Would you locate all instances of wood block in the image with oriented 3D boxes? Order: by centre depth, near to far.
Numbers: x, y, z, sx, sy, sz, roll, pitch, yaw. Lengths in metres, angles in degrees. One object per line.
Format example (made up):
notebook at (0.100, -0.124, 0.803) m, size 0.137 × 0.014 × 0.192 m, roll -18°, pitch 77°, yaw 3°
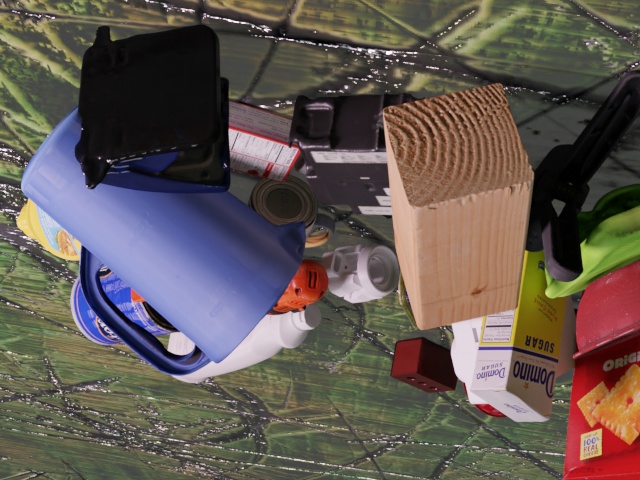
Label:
wood block at (0.106, -0.019, 0.834) m, size 0.091 × 0.090 × 0.206 m, roll -13°, pitch 150°, yaw 0°

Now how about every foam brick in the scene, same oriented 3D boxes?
foam brick at (0.140, 0.167, 1.419) m, size 0.078 × 0.051 × 0.053 m, roll 26°, pitch 153°, yaw -33°

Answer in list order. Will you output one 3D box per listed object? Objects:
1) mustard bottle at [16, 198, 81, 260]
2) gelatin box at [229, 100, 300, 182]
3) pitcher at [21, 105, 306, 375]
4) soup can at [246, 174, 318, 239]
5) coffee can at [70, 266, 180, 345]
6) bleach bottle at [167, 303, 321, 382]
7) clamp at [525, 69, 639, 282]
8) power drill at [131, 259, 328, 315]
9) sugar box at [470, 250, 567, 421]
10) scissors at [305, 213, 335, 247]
mustard bottle at (-0.244, -0.029, 1.085) m, size 0.192 × 0.096 × 0.058 m, roll -8°, pitch -166°, yaw 37°
gelatin box at (-0.062, -0.089, 0.943) m, size 0.089 × 0.030 × 0.073 m, roll 15°, pitch 155°, yaw -9°
pitcher at (-0.147, -0.004, 0.951) m, size 0.243 × 0.149 × 0.145 m, roll 39°, pitch 145°, yaw -5°
soup can at (-0.045, -0.010, 1.047) m, size 0.068 × 0.068 × 0.102 m, roll 14°, pitch 145°, yaw -8°
coffee can at (-0.217, 0.067, 1.277) m, size 0.141 × 0.103 × 0.102 m, roll -13°, pitch 147°, yaw 43°
bleach bottle at (-0.094, 0.118, 1.340) m, size 0.068 × 0.102 × 0.251 m, roll 22°, pitch 156°, yaw -37°
clamp at (0.196, -0.047, 0.845) m, size 0.036 × 0.164 × 0.210 m, roll 25°, pitch 179°, yaw -3°
power drill at (-0.105, 0.046, 1.156) m, size 0.187 × 0.057 × 0.185 m, roll 6°, pitch 166°, yaw -23°
sugar box at (0.197, 0.077, 1.029) m, size 0.048 × 0.176 × 0.093 m, roll -9°, pitch 150°, yaw 38°
scissors at (-0.058, 0.001, 1.167) m, size 0.096 × 0.016 × 0.202 m, roll 24°, pitch 153°, yaw -24°
